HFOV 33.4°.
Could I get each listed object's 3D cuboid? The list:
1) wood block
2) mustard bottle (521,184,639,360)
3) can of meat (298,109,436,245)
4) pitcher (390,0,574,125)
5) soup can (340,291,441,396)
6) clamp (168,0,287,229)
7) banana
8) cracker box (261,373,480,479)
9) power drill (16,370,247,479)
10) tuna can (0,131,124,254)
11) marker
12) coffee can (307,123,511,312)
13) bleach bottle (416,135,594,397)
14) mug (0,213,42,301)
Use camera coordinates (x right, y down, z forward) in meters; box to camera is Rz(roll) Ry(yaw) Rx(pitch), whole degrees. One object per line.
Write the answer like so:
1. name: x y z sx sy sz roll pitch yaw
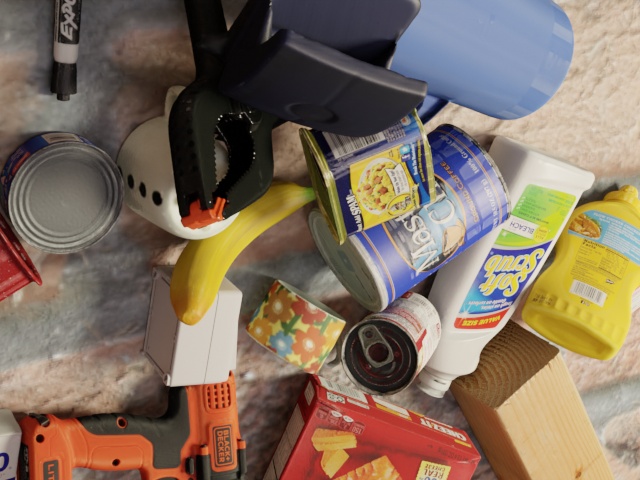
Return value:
1. wood block: 0.215 0.190 1.088 0.090 0.090 0.206 -38 125 -13
2. mustard bottle: 0.272 0.018 1.038 0.191 0.096 0.058 -58 167 -31
3. can of meat: 0.037 -0.055 0.806 0.084 0.057 0.102 -22 143 -5
4. pitcher: 0.080 -0.167 0.832 0.242 0.145 0.149 16 141 -38
5. soup can: 0.064 0.088 0.937 0.102 0.068 0.068 -33 138 -68
6. clamp: -0.068 -0.100 0.760 0.164 0.036 0.209 49 40 -30
7. banana: -0.067 0.000 0.827 0.197 0.070 0.037 -47 120 -42
8. cracker box: 0.025 0.251 0.977 0.164 0.072 0.214 22 98 -10
9. power drill: -0.148 0.200 0.866 0.187 0.057 0.184 -3 88 -31
10. tuna can: -0.190 -0.036 0.781 0.086 0.034 0.086 -12 116 -26
11. marker: -0.176 -0.157 0.745 0.020 0.020 0.121 -3 112 -30
12. coffee can: 0.075 -0.020 0.904 0.140 0.103 0.103 -34 124 -15
13. bleach bottle: 0.159 0.033 1.005 0.102 0.068 0.251 14 105 -33
14. mug: -0.249 0.013 0.720 0.081 0.117 0.093 -33 93 -10
